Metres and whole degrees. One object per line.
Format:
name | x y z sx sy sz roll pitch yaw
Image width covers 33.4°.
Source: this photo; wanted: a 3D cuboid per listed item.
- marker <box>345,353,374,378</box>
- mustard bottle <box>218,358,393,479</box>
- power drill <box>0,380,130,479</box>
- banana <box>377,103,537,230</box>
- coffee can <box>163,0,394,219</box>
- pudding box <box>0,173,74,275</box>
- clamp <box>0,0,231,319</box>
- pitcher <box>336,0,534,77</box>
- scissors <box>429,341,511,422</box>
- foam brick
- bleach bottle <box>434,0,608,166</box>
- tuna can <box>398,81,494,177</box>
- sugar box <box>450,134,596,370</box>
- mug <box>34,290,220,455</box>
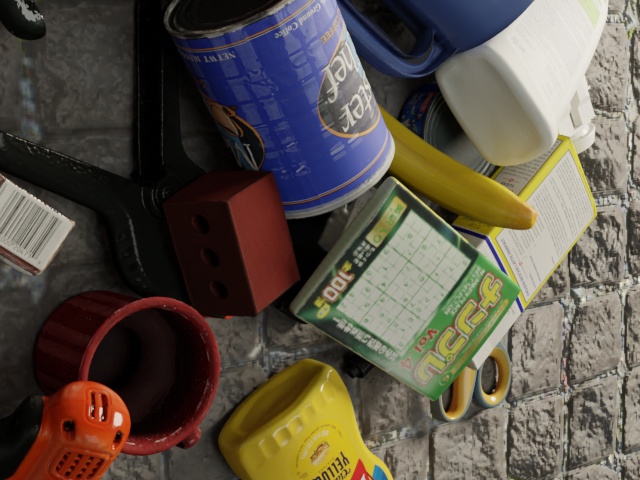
marker | 0.063 0.066 0.829 0.121 0.020 0.020 -41 118 -27
mustard bottle | 0.006 0.186 0.777 0.096 0.058 0.191 -41 119 -27
power drill | -0.217 0.125 0.563 0.187 0.057 0.185 19 125 -28
banana | 0.064 -0.064 0.763 0.197 0.070 0.037 37 78 -10
coffee can | -0.023 -0.099 0.675 0.102 0.103 0.140 -44 128 -25
pudding box | -0.200 -0.029 0.568 0.113 0.090 0.039 41 74 -35
clamp | -0.114 -0.027 0.661 0.164 0.036 0.210 -42 122 -39
pitcher | 0.036 -0.233 0.705 0.242 0.145 0.149 34 35 -32
scissors | 0.139 0.056 0.890 0.096 0.016 0.202 21 83 -39
foam brick | -0.054 0.001 0.662 0.051 0.053 0.078 -37 119 -47
bleach bottle | 0.183 -0.170 0.841 0.102 0.068 0.250 54 50 -17
tuna can | 0.100 -0.082 0.830 0.085 0.034 0.086 -6 100 -37
sugar box | 0.144 0.006 0.840 0.176 0.048 0.093 -46 130 -18
mug | -0.115 0.083 0.653 0.093 0.082 0.117 -49 122 -22
